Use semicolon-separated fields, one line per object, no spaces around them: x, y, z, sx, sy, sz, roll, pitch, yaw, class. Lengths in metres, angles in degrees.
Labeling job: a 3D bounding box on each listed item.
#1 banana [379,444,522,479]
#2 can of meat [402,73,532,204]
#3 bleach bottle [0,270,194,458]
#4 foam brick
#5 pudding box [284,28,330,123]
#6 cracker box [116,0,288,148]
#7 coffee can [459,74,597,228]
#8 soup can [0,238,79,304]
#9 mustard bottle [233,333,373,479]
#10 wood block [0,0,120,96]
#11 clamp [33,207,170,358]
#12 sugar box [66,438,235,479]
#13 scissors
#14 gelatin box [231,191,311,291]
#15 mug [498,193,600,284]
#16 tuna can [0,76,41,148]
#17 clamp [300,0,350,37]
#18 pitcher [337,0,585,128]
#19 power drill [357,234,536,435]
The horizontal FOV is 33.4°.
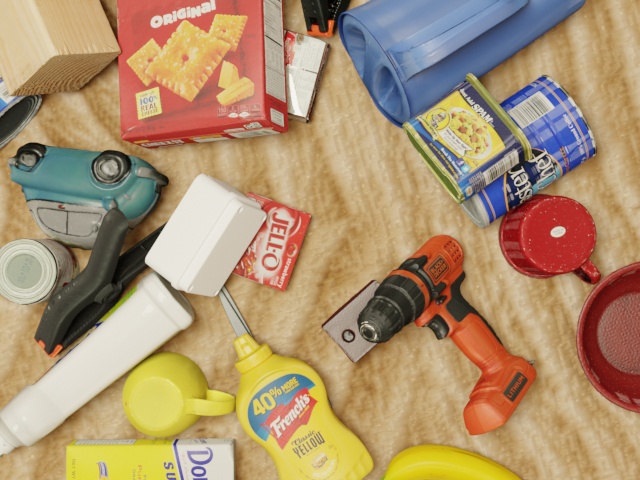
0.157;0.259;1.145;0.198;0.037;0.070;13;107;1;banana
0.142;-0.098;1.041;0.084;0.057;0.102;-35;67;-1;can of meat
-0.245;0.136;1.106;0.251;0.102;0.068;-41;97;-2;bleach bottle
0.045;0.085;1.136;0.078;0.051;0.053;-43;90;-1;foam brick
-0.054;-0.183;1.145;0.113;0.039;0.090;15;92;2;pudding box
-0.123;-0.210;1.096;0.164;0.072;0.214;-4;84;19;cracker box
0.200;-0.092;1.114;0.140;0.103;0.103;-33;90;-1;coffee can
-0.295;0.031;1.107;0.068;0.102;0.068;0;90;-1;soup can
-0.032;0.181;1.113;0.096;0.058;0.191;-33;91;-5;mustard bottle
-0.298;-0.261;1.090;0.090;0.090;0.206;-29;81;39;wood block
-0.220;0.040;1.112;0.036;0.164;0.210;47;112;15;clamp
-0.178;0.259;1.134;0.176;0.048;0.093;-1;89;0;sugar box
-0.047;0.132;1.152;0.096;0.016;0.202;-12;90;-2;scissors
-0.057;0.001;1.146;0.073;0.030;0.089;20;90;0;gelatin box
0.249;0.004;1.124;0.093;0.081;0.117;-44;90;-1;mug
-0.335;-0.133;1.117;0.034;0.086;0.086;43;89;1;tuna can
0.017;-0.304;1.132;0.039;0.120;0.171;20;112;38;clamp
0.152;-0.228;1.088;0.242;0.145;0.149;-32;56;-9;pitcher
0.132;0.103;1.091;0.057;0.184;0.187;-29;98;44;power drill
